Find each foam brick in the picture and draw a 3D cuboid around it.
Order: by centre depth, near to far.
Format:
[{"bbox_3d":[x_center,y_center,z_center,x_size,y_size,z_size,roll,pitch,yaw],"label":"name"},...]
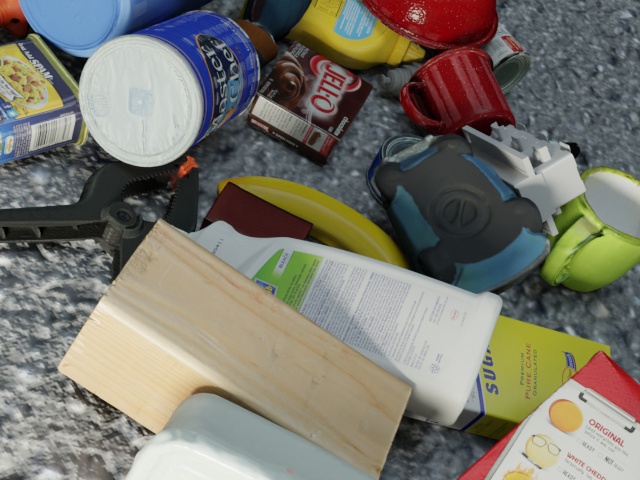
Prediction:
[{"bbox_3d":[-0.056,0.001,0.850,0.078,0.053,0.051,26,43,0],"label":"foam brick"}]

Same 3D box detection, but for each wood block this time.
[{"bbox_3d":[-0.056,0.092,0.713,0.206,0.091,0.090,35,44,-6],"label":"wood block"}]

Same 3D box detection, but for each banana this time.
[{"bbox_3d":[0.007,-0.005,0.899,0.198,0.037,0.069,36,43,9],"label":"banana"}]

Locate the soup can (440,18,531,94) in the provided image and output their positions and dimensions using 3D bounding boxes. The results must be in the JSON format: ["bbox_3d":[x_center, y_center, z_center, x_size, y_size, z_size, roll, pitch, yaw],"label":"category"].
[{"bbox_3d":[0.171,-0.211,1.155,0.068,0.069,0.102,-15,58,-37],"label":"soup can"}]

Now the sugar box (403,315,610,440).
[{"bbox_3d":[0.144,0.108,0.845,0.176,0.048,0.093,17,55,-15],"label":"sugar box"}]

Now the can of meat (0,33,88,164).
[{"bbox_3d":[-0.248,-0.112,0.858,0.083,0.058,0.102,-23,62,-37],"label":"can of meat"}]

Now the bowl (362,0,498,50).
[{"bbox_3d":[0.119,-0.268,1.098,0.162,0.055,0.162,11,48,-13],"label":"bowl"}]

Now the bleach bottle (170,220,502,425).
[{"bbox_3d":[-0.002,0.042,0.780,0.251,0.068,0.102,23,59,6],"label":"bleach bottle"}]

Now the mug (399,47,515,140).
[{"bbox_3d":[0.130,-0.128,1.040,0.117,0.093,0.081,2,53,-32],"label":"mug"}]

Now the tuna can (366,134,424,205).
[{"bbox_3d":[0.088,-0.059,0.993,0.086,0.034,0.086,14,45,-15],"label":"tuna can"}]

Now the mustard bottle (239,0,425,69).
[{"bbox_3d":[0.019,-0.228,1.100,0.191,0.058,0.096,23,52,-5],"label":"mustard bottle"}]

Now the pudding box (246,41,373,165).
[{"bbox_3d":[-0.009,-0.132,1.010,0.090,0.039,0.113,29,43,0],"label":"pudding box"}]

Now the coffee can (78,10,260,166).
[{"bbox_3d":[-0.120,-0.128,0.877,0.103,0.103,0.140,32,25,4],"label":"coffee can"}]

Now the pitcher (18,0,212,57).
[{"bbox_3d":[-0.152,-0.250,0.948,0.145,0.149,0.242,38,34,-1],"label":"pitcher"}]

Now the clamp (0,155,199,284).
[{"bbox_3d":[-0.166,-0.011,0.815,0.164,0.036,0.209,35,43,-3],"label":"clamp"}]
